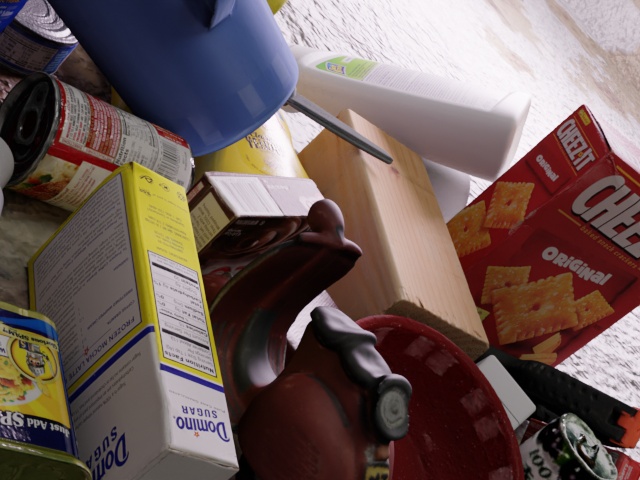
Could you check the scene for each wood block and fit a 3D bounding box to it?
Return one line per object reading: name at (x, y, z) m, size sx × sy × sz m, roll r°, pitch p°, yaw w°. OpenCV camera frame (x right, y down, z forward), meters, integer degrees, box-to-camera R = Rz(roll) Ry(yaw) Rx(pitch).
wood block at (0.039, 0.011, 0.788) m, size 0.090 × 0.090 × 0.206 m, roll 29°, pitch 31°, yaw -33°

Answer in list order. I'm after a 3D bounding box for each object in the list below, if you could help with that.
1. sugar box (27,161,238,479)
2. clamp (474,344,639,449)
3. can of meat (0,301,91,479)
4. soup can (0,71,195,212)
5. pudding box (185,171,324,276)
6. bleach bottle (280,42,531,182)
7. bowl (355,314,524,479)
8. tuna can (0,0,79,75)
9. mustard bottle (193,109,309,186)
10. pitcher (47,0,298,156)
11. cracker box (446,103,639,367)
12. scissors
sugar box at (-0.095, 0.054, 0.508) m, size 0.048 × 0.093 × 0.176 m, roll 25°, pitch 34°, yaw -39°
clamp at (0.155, 0.107, 0.790) m, size 0.164 × 0.036 × 0.210 m, roll 33°, pitch -8°, yaw -19°
can of meat at (-0.151, 0.067, 0.441) m, size 0.101 × 0.058 × 0.084 m, roll 25°, pitch 31°, yaw -41°
soup can at (-0.132, -0.048, 0.623) m, size 0.102 × 0.069 × 0.068 m, roll 23°, pitch 35°, yaw -43°
pudding box at (-0.054, 0.001, 0.652) m, size 0.113 × 0.090 × 0.039 m, roll 2°, pitch 49°, yaw -56°
bleach bottle at (0.047, -0.122, 0.911) m, size 0.251 × 0.068 × 0.102 m, roll 19°, pitch 25°, yaw 12°
bowl at (0.048, 0.128, 0.648) m, size 0.161 × 0.055 × 0.162 m, roll 24°, pitch 47°, yaw -29°
tuna can at (-0.199, -0.150, 0.703) m, size 0.086 × 0.034 × 0.086 m, roll 37°, pitch 27°, yaw -23°
mustard bottle at (-0.062, -0.076, 0.787) m, size 0.096 × 0.058 × 0.192 m, roll 12°, pitch 41°, yaw -37°
pitcher at (-0.107, -0.171, 0.643) m, size 0.242 × 0.145 × 0.149 m, roll 58°, pitch 20°, yaw -29°
cracker box at (0.193, 0.015, 0.879) m, size 0.164 × 0.214 × 0.072 m, roll 30°, pitch 30°, yaw -33°
scissors at (-0.034, -0.124, 0.796) m, size 0.201 × 0.016 × 0.096 m, roll 24°, pitch 36°, yaw -12°
